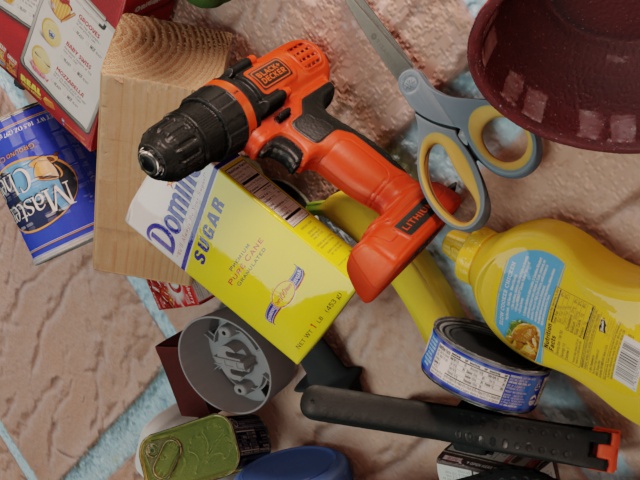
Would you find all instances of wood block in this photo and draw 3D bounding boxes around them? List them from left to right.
[{"bbox_3d":[-0.134,-0.071,0.884,0.090,0.090,0.206,10,132,-4],"label":"wood block"}]

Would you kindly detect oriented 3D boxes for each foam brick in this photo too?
[{"bbox_3d":[-0.115,0.127,1.040,0.053,0.051,0.078,-4,108,48],"label":"foam brick"}]

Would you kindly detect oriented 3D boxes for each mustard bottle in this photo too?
[{"bbox_3d":[0.157,0.040,0.682,0.192,0.058,0.096,29,130,34],"label":"mustard bottle"}]

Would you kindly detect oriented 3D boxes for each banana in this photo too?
[{"bbox_3d":[0.064,0.028,0.801,0.198,0.037,0.070,52,157,14],"label":"banana"}]

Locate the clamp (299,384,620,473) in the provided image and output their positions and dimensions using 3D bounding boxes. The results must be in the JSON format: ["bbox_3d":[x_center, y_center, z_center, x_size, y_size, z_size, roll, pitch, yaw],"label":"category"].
[{"bbox_3d":[0.111,0.134,0.767,0.210,0.164,0.036,5,83,25],"label":"clamp"}]

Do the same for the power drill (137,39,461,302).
[{"bbox_3d":[-0.009,-0.047,0.733,0.188,0.184,0.057,43,139,8],"label":"power drill"}]

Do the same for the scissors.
[{"bbox_3d":[0.081,-0.106,0.710,0.096,0.016,0.202,-25,77,29],"label":"scissors"}]

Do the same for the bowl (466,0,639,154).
[{"bbox_3d":[0.160,-0.112,0.557,0.162,0.055,0.162,10,152,5],"label":"bowl"}]

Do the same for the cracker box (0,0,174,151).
[{"bbox_3d":[-0.212,-0.211,0.930,0.164,0.072,0.214,42,137,15],"label":"cracker box"}]

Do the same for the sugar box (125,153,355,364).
[{"bbox_3d":[-0.055,0.001,0.798,0.176,0.048,0.093,37,120,3],"label":"sugar box"}]

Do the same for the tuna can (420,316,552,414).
[{"bbox_3d":[0.113,0.085,0.731,0.086,0.085,0.034,28,106,35],"label":"tuna can"}]

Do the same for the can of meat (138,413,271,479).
[{"bbox_3d":[-0.107,0.201,1.017,0.102,0.083,0.057,-21,76,18],"label":"can of meat"}]

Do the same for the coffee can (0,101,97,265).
[{"bbox_3d":[-0.264,-0.059,1.055,0.103,0.102,0.140,-20,96,51],"label":"coffee can"}]

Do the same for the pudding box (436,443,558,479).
[{"bbox_3d":[0.142,0.213,0.817,0.090,0.039,0.113,2,116,45],"label":"pudding box"}]

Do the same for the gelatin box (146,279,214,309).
[{"bbox_3d":[-0.143,0.020,1.025,0.073,0.030,0.089,-11,104,50],"label":"gelatin box"}]
